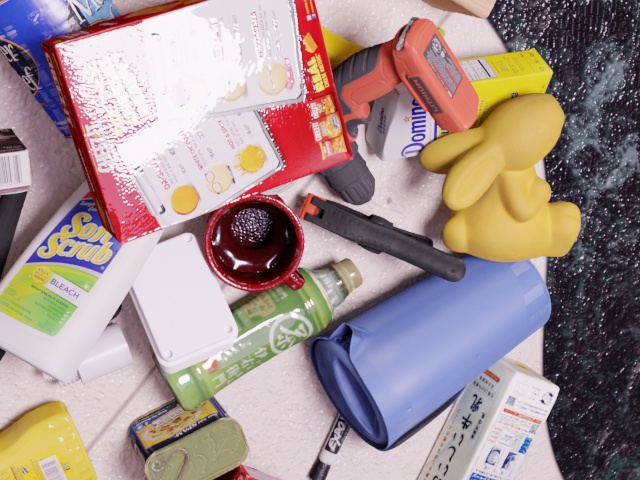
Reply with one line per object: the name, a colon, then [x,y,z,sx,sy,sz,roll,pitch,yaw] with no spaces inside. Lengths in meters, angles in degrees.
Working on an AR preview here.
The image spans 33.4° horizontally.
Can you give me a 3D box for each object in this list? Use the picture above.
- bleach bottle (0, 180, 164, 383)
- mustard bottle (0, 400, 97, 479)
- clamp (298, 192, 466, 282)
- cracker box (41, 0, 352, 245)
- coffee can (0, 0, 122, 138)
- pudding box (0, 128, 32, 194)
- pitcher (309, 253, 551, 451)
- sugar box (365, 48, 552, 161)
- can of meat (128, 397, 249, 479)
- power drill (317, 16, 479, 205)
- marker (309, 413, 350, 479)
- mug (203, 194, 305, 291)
bleach bottle: [-0.198,-0.005,0.943,0.103,0.068,0.250,26,75,13]
mustard bottle: [-0.314,0.231,1.003,0.191,0.058,0.096,-24,120,-16]
clamp: [0.064,-0.002,1.068,0.171,0.120,0.039,18,92,-24]
cracker box: [-0.096,-0.113,0.867,0.213,0.072,0.164,-21,110,-19]
coffee can: [-0.215,-0.172,0.893,0.102,0.103,0.140,-38,118,-9]
pudding box: [-0.306,-0.063,0.894,0.113,0.090,0.039,-8,111,-23]
pitcher: [0.121,0.109,1.122,0.242,0.149,0.145,-30,84,-20]
sugar box: [0.139,-0.137,1.077,0.176,0.048,0.093,-14,142,-22]
can of meat: [-0.134,0.198,1.059,0.102,0.084,0.057,-25,115,-15]
power drill: [0.049,-0.117,0.992,0.184,0.188,0.057,52,43,-28]
marker: [0.019,0.214,1.170,0.020,0.020,0.121,22,97,-28]
mug: [-0.057,0.001,1.019,0.093,0.081,0.117,-44,104,6]
